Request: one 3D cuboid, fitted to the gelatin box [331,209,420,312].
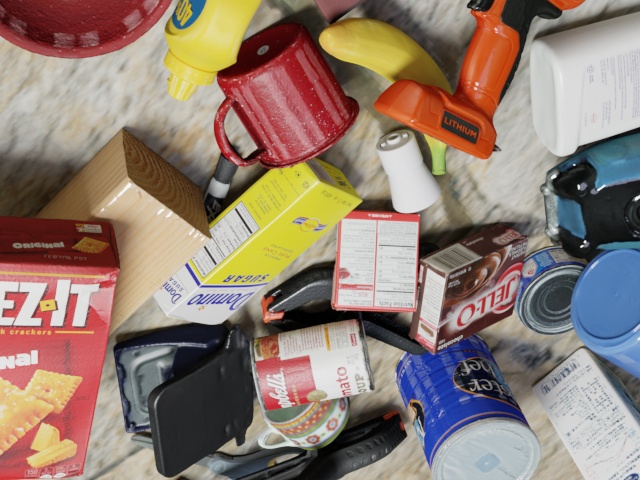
[{"bbox_3d":[0.049,0.018,0.946,0.073,0.030,0.089,3,90,-5],"label":"gelatin box"}]

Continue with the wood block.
[{"bbox_3d":[-0.197,0.021,0.884,0.206,0.090,0.090,-42,122,14],"label":"wood block"}]

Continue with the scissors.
[{"bbox_3d":[-0.085,0.217,1.080,0.096,0.016,0.201,-43,122,13],"label":"scissors"}]

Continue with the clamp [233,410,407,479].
[{"bbox_3d":[-0.004,0.219,1.043,0.209,0.165,0.036,-21,92,-42],"label":"clamp"}]

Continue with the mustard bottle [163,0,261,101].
[{"bbox_3d":[-0.068,-0.187,0.776,0.058,0.096,0.192,17,117,-23],"label":"mustard bottle"}]

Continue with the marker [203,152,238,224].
[{"bbox_3d":[-0.096,-0.026,0.920,0.020,0.020,0.121,14,118,-21],"label":"marker"}]

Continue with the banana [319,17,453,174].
[{"bbox_3d":[0.065,-0.130,0.856,0.037,0.069,0.197,-10,147,33],"label":"banana"}]

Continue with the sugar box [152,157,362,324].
[{"bbox_3d":[-0.056,0.001,0.907,0.176,0.048,0.093,-43,156,14],"label":"sugar box"}]

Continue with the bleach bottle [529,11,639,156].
[{"bbox_3d":[0.307,-0.151,0.907,0.250,0.068,0.102,-15,124,-6],"label":"bleach bottle"}]

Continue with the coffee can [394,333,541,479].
[{"bbox_3d":[0.138,0.166,1.023,0.102,0.140,0.103,-6,123,-9],"label":"coffee can"}]

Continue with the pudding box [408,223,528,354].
[{"bbox_3d":[0.137,0.043,0.980,0.113,0.039,0.090,-20,129,-33],"label":"pudding box"}]

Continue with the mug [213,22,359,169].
[{"bbox_3d":[-0.037,-0.108,0.833,0.117,0.093,0.081,-43,120,-18],"label":"mug"}]

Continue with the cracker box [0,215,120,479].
[{"bbox_3d":[-0.250,0.088,0.810,0.164,0.072,0.214,3,123,-22],"label":"cracker box"}]

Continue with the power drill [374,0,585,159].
[{"bbox_3d":[0.115,-0.168,0.811,0.184,0.057,0.188,21,99,-39],"label":"power drill"}]

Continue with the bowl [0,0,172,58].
[{"bbox_3d":[-0.179,-0.214,0.758,0.162,0.055,0.162,-6,123,-9],"label":"bowl"}]

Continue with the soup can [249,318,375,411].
[{"bbox_3d":[-0.007,0.112,0.961,0.102,0.068,0.068,-11,124,3],"label":"soup can"}]

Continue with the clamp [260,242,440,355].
[{"bbox_3d":[0.033,0.051,0.988,0.171,0.039,0.120,4,113,-15],"label":"clamp"}]

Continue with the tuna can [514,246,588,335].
[{"bbox_3d":[0.227,0.050,1.033,0.086,0.034,0.086,-6,123,-9],"label":"tuna can"}]
